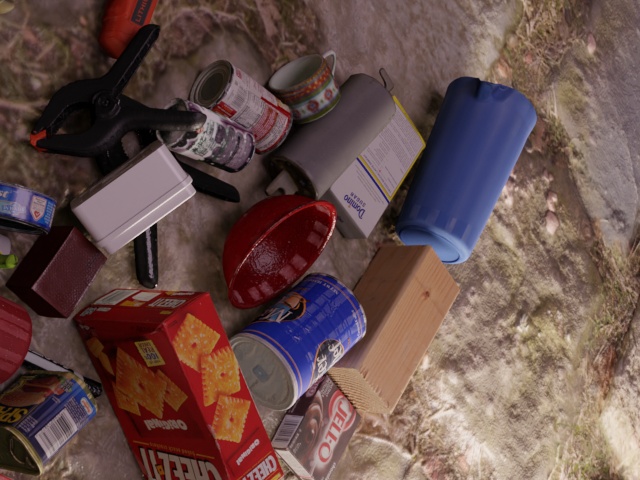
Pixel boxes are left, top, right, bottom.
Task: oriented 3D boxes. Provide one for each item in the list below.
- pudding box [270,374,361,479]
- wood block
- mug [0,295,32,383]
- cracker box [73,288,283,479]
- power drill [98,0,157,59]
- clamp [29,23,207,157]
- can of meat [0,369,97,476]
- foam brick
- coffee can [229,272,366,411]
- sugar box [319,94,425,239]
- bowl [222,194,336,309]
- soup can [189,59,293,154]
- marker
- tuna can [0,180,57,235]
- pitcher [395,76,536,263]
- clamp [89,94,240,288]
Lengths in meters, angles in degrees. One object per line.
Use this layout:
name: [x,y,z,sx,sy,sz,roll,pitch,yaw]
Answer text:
pudding box: [-0.005,0.233,1.308,0.090,0.039,0.113,53,55,-31]
wood block: [0.084,0.111,1.366,0.090,0.090,0.205,53,55,-29]
mug: [-0.319,0.094,0.958,0.081,0.093,0.117,34,64,-45]
cracker box: [-0.147,0.157,1.077,0.072,0.164,0.213,-34,112,-39]
power drill: [-0.253,-0.257,1.056,0.187,0.057,0.184,31,70,-42]
clamp: [-0.209,-0.142,1.058,0.171,0.039,0.120,-18,72,-6]
can of meat: [-0.269,0.167,0.998,0.083,0.102,0.057,-45,119,-39]
foam brick: [-0.258,0.031,1.047,0.053,0.051,0.078,50,56,-34]
coffee can: [-0.027,0.116,1.243,0.140,0.103,0.103,-39,116,-39]
sugar box: [0.064,-0.095,1.383,0.093,0.048,0.176,53,58,-29]
bowl: [-0.058,0.001,1.216,0.162,0.055,0.162,-37,157,-20]
soup can: [-0.090,-0.151,1.212,0.102,0.069,0.068,33,66,-40]
marker: [-0.265,0.130,1.061,0.121,0.020,0.020,36,64,-39]
tuna can: [-0.291,-0.031,0.992,0.086,0.086,0.034,20,77,-43]
pitcher: [0.196,-0.089,1.470,0.149,0.145,0.242,36,67,-26]
clamp: [-0.175,-0.077,1.145,0.164,0.036,0.210,-42,117,-38]
